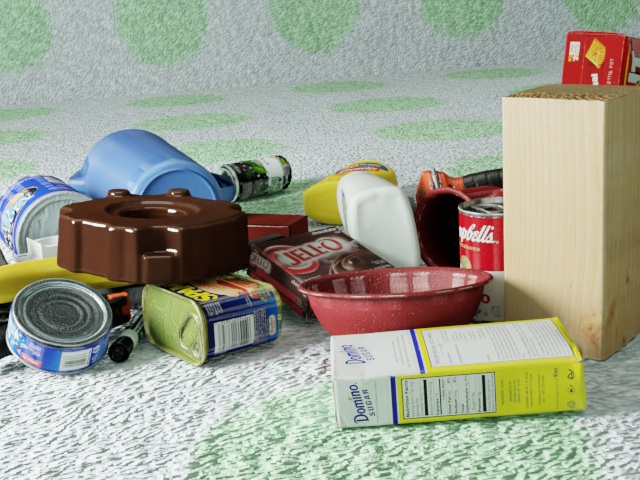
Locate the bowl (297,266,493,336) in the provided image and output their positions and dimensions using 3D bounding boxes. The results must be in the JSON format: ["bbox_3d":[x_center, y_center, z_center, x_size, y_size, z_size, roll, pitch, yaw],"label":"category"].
[{"bbox_3d":[0.063,0.059,0.885,0.162,0.055,0.162,-4,6,0],"label":"bowl"}]

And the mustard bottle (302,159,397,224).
[{"bbox_3d":[0.050,-0.070,1.412,0.096,0.058,0.191,-4,13,20],"label":"mustard bottle"}]

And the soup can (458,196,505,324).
[{"bbox_3d":[0.158,0.018,0.951,0.068,0.102,0.068,-3,14,1],"label":"soup can"}]

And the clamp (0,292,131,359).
[{"bbox_3d":[-0.261,0.074,0.968,0.171,0.039,0.120,-10,20,-36],"label":"clamp"}]

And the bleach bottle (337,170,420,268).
[{"bbox_3d":[0.054,-0.023,1.183,0.068,0.102,0.251,-10,8,-3],"label":"bleach bottle"}]

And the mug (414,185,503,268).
[{"bbox_3d":[0.163,-0.020,1.095,0.081,0.093,0.117,-10,-27,-43],"label":"mug"}]

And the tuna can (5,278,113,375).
[{"bbox_3d":[-0.219,0.071,0.898,0.086,0.034,0.086,13,36,-10],"label":"tuna can"}]

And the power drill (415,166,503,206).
[{"bbox_3d":[0.208,-0.057,1.250,0.187,0.057,0.184,-12,-15,-1],"label":"power drill"}]

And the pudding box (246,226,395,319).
[{"bbox_3d":[0.000,0.029,1.016,0.113,0.039,0.090,-11,36,-44],"label":"pudding box"}]

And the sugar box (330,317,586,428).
[{"bbox_3d":[0.096,0.096,0.779,0.176,0.048,0.093,-7,14,3],"label":"sugar box"}]

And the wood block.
[{"bbox_3d":[0.208,-0.019,0.871,0.091,0.206,0.090,7,18,37],"label":"wood block"}]

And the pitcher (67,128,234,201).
[{"bbox_3d":[-0.186,-0.055,1.250,0.149,0.145,0.243,-46,23,-8],"label":"pitcher"}]

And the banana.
[{"bbox_3d":[-0.243,0.033,0.997,0.197,0.037,0.070,-7,-2,-31],"label":"banana"}]

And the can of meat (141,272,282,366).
[{"bbox_3d":[-0.093,0.064,0.927,0.083,0.057,0.102,-11,16,-36],"label":"can of meat"}]

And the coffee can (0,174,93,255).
[{"bbox_3d":[-0.300,-0.014,1.191,0.102,0.103,0.140,-10,16,-24],"label":"coffee can"}]

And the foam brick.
[{"bbox_3d":[-0.058,0.001,1.171,0.078,0.053,0.051,3,16,21],"label":"foam brick"}]

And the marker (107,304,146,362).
[{"bbox_3d":[-0.166,0.081,0.952,0.020,0.020,0.121,-2,15,5],"label":"marker"}]
